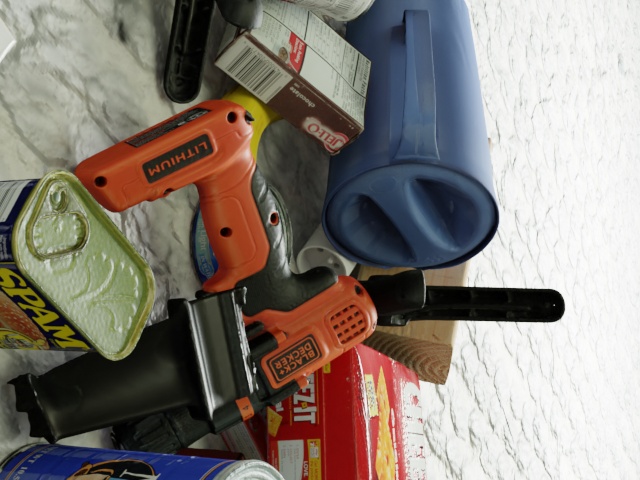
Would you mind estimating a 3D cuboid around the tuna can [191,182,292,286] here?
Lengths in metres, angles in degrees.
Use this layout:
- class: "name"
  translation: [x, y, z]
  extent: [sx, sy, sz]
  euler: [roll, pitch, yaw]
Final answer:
- class: "tuna can"
  translation: [-0.055, 0.001, 0.756]
  extent: [0.086, 0.034, 0.086]
  euler: [4, 85, -62]

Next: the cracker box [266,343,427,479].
- class: "cracker box"
  translation: [0.026, 0.167, 0.787]
  extent: [0.213, 0.072, 0.164]
  euler: [36, 49, -67]

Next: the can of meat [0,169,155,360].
- class: "can of meat"
  translation: [-0.146, 0.014, 0.531]
  extent: [0.102, 0.084, 0.057]
  euler: [58, 41, -44]

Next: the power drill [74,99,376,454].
- class: "power drill"
  translation: [-0.073, 0.024, 0.645]
  extent: [0.184, 0.057, 0.187]
  euler: [-31, 112, -17]

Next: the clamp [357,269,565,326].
- class: "clamp"
  translation: [0.046, 0.043, 0.770]
  extent: [0.164, 0.210, 0.036]
  euler: [12, 78, -49]

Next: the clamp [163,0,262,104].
- class: "clamp"
  translation: [-0.067, -0.182, 0.672]
  extent: [0.039, 0.120, 0.171]
  euler: [5, 79, -33]

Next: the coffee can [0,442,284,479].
- class: "coffee can"
  translation: [-0.096, 0.161, 0.557]
  extent: [0.102, 0.140, 0.103]
  euler: [5, 85, -62]

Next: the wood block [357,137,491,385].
- class: "wood block"
  translation: [0.088, 0.010, 0.938]
  extent: [0.090, 0.091, 0.206]
  euler: [86, 17, -61]

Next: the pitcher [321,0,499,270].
- class: "pitcher"
  translation: [0.073, -0.110, 0.860]
  extent: [0.144, 0.149, 0.243]
  euler: [31, 44, -32]

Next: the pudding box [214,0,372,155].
- class: "pudding box"
  translation: [-0.016, -0.127, 0.764]
  extent: [0.113, 0.039, 0.090]
  euler: [38, 35, -23]

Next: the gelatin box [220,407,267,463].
- class: "gelatin box"
  translation: [-0.048, 0.109, 0.768]
  extent: [0.073, 0.030, 0.089]
  euler: [-60, 139, -44]
